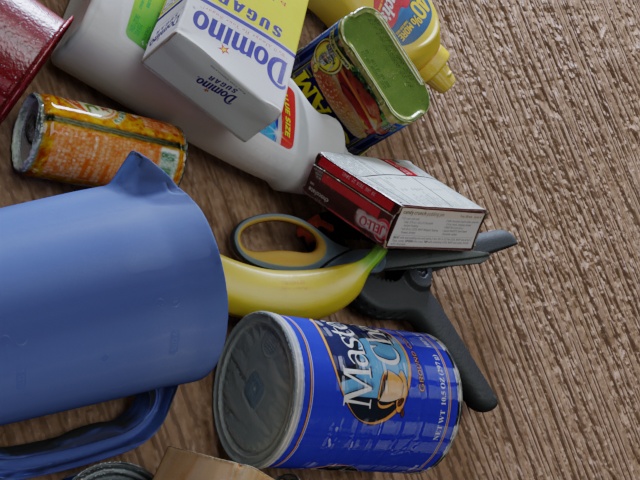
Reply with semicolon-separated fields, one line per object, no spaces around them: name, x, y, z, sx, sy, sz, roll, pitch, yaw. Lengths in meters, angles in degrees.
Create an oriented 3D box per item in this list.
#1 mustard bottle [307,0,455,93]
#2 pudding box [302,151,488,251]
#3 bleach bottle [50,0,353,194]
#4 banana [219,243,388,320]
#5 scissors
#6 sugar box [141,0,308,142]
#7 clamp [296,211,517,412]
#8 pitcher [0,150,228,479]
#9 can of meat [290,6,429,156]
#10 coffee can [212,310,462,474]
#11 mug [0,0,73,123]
mustard bottle;0.045;-0.198;0.906;0.191;0.058;0.096;44;53;-16
pudding box;0.056;-0.028;0.790;0.113;0.039;0.090;0;29;-47
bleach bottle;-0.068;-0.110;0.787;0.250;0.068;0.102;30;54;-28
banana;-0.054;0.020;0.742;0.197;0.037;0.069;10;84;-13
scissors;0.028;0.033;0.793;0.201;0.016;0.096;14;80;-14
sugar box;-0.057;-0.162;0.743;0.093;0.048;0.176;36;41;-28
clamp;0.073;0.039;0.849;0.209;0.036;0.164;20;61;-28
pitcher;-0.183;0.054;0.603;0.242;0.145;0.149;-13;69;-36
can of meat;0.028;-0.123;0.847;0.057;0.084;0.102;-38;97;-40
coffee can;0.012;0.107;0.734;0.140;0.103;0.103;10;67;-34
mug;-0.221;-0.116;0.665;0.081;0.093;0.117;35;91;-16
